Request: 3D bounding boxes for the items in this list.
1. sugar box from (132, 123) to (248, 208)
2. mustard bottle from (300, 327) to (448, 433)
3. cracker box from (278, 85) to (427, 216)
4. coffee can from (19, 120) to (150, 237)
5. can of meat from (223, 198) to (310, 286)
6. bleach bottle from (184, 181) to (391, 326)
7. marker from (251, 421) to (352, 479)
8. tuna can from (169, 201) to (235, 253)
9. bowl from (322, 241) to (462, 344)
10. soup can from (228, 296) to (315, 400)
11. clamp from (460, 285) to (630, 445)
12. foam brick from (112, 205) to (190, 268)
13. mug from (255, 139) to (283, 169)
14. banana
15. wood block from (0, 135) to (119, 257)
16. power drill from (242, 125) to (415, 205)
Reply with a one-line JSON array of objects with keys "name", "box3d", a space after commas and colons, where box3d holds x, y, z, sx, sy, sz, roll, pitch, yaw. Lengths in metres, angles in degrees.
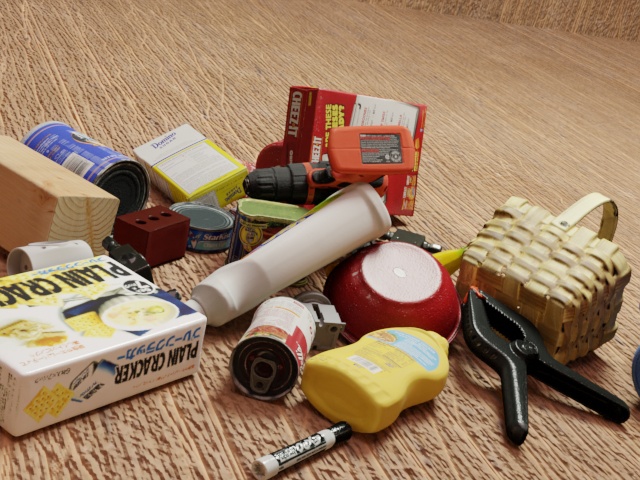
[{"name": "sugar box", "box3d": [-0.176, -0.095, 1.457, 0.093, 0.048, 0.176, -29, 37, -20]}, {"name": "mustard bottle", "box3d": [0.072, 0.129, 1.066, 0.096, 0.058, 0.191, 25, 25, 31]}, {"name": "cracker box", "box3d": [0.045, -0.122, 1.482, 0.213, 0.164, 0.072, 2, 8, -42]}, {"name": "coffee can", "box3d": [-0.293, -0.075, 1.307, 0.140, 0.103, 0.102, 27, 26, 31]}, {"name": "can of meat", "box3d": [-0.058, 0.002, 1.271, 0.102, 0.084, 0.057, 8, 22, -11]}, {"name": "bleach bottle", "box3d": [-0.045, 0.024, 1.156, 0.250, 0.068, 0.103, -32, 3, -30]}, {"name": "marker", "box3d": [-0.013, 0.183, 0.940, 0.020, 0.020, 0.120, 28, 27, 33]}, {"name": "tuna can", "box3d": [-0.150, -0.016, 1.332, 0.086, 0.034, 0.086, 11, 22, -5]}, {"name": "bowl", "box3d": [0.085, 0.053, 1.184, 0.162, 0.055, 0.162, 5, 46, -5]}, {"name": "soup can", "box3d": [-0.045, 0.104, 1.051, 0.068, 0.068, 0.102, 14, 21, 5]}, {"name": "clamp", "box3d": [0.222, 0.129, 1.132, 0.164, 0.036, 0.210, 3, 39, -30]}, {"name": "foam brick", "box3d": [-0.199, -0.004, 1.251, 0.053, 0.051, 0.078, 24, 25, 26]}, {"name": "mug", "box3d": [-0.034, -0.095, 1.526, 0.117, 0.093, 0.081, 59, 32, 4]}, {"name": "banana", "box3d": [0.094, 0.036, 1.290, 0.197, 0.070, 0.037, -11, 44, -19]}, {"name": "wood block", "box3d": [-0.337, -0.046, 1.212, 0.206, 0.091, 0.090, 27, 16, 33]}, {"name": "power drill", "box3d": [0.015, -0.084, 1.251, 0.184, 0.057, 0.188, -4, -8, -19]}]
